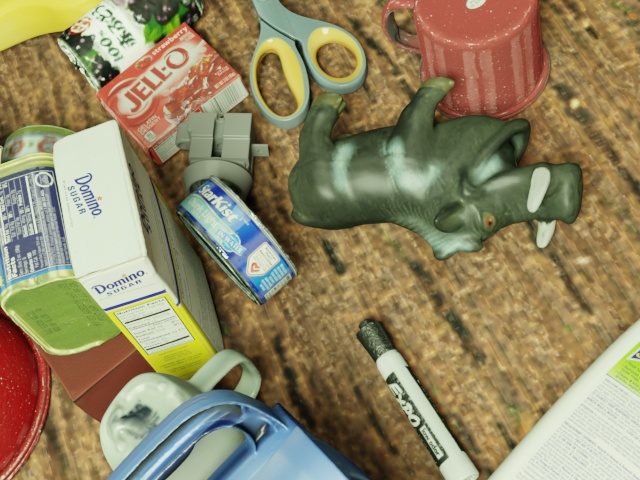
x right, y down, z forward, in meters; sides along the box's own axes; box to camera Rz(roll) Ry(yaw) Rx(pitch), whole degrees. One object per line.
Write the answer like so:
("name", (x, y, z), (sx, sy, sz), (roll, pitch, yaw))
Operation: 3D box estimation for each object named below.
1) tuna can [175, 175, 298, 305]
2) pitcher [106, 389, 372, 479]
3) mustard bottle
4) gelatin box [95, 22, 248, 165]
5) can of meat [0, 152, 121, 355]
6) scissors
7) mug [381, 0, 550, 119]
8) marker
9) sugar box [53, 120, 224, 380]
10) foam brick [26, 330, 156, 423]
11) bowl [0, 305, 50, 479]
("tuna can", (-0.055, 0.001, 0.688), (0.033, 0.086, 0.086), (-42, 61, -8))
("pitcher", (-0.065, 0.205, 0.556), (0.242, 0.145, 0.149), (-43, 64, -7))
("mustard bottle", (-0.207, -0.209, 0.850), (0.192, 0.058, 0.096), (-14, 57, 7))
("gelatin box", (-0.110, -0.109, 0.791), (0.089, 0.030, 0.073), (-40, 61, -8))
("can of meat", (-0.159, 0.011, 0.640), (0.057, 0.102, 0.084), (-19, 62, 0))
("scissors", (-0.022, -0.177, 0.799), (0.096, 0.016, 0.202), (-9, 69, 3))
("mug", (0.097, -0.143, 0.727), (0.117, 0.081, 0.093), (17, 68, 21))
("marker", (0.056, 0.096, 0.649), (0.020, 0.020, 0.121), (-31, 60, -3))
("sugar box", (-0.105, 0.016, 0.640), (0.048, 0.176, 0.093), (-19, 60, 3))
("foam brick", (-0.150, 0.070, 0.696), (0.053, 0.051, 0.078), (-38, 61, -8))
("bowl", (-0.264, 0.102, 0.705), (0.162, 0.055, 0.162), (-6, 62, 11))
